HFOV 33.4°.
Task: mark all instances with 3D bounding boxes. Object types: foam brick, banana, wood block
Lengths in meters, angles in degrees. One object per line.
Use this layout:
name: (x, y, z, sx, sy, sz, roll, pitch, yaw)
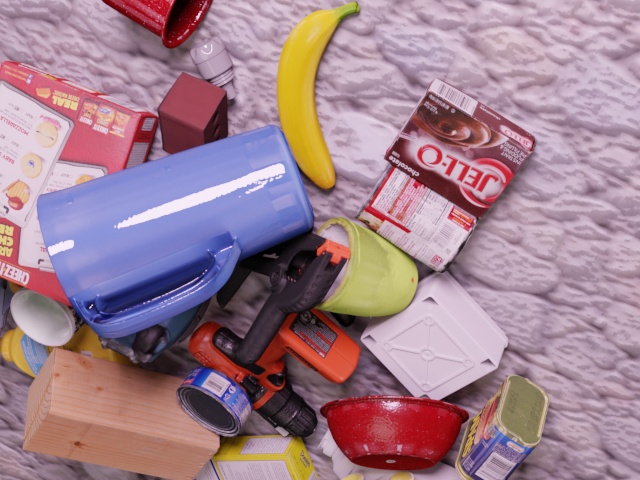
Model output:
foam brick: (-0.125, -0.118, 1.060, 0.051, 0.053, 0.078, 24, 155, 9)
banana: (-0.010, -0.139, 1.024, 0.070, 0.037, 0.198, 17, 125, 13)
wood block: (-0.230, 0.208, 1.251, 0.205, 0.090, 0.091, 18, 133, -25)

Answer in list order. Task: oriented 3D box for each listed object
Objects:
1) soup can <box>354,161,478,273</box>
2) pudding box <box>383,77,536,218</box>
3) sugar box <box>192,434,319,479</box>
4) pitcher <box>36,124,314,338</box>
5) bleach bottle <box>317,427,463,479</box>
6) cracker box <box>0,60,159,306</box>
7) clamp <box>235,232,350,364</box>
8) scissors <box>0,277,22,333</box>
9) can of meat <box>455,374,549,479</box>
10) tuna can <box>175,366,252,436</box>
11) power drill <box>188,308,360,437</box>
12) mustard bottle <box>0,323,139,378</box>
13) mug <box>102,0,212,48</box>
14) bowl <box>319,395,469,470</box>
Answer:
soup can: (0.093, -0.023, 1.034, 0.102, 0.068, 0.069, 33, 127, 0)
pudding box: (0.130, -0.086, 0.997, 0.113, 0.039, 0.090, 33, 127, 1)
sugar box: (-0.093, 0.289, 1.327, 0.176, 0.048, 0.093, -5, 118, 30)
pitcher: (-0.131, -0.013, 1.005, 0.243, 0.145, 0.149, -20, 93, -1)
bleach bottle: (0.114, 0.286, 1.225, 0.251, 0.068, 0.103, 30, 127, 6)
cracker box: (-0.281, -0.060, 1.119, 0.164, 0.072, 0.214, 21, 99, 10)
clamp: (-0.034, 0.052, 1.044, 0.039, 0.120, 0.172, 12, 156, -31)
scissors: (-0.376, 0.092, 1.293, 0.096, 0.016, 0.202, 1, 98, 25)
can of meat: (0.191, 0.200, 1.114, 0.057, 0.102, 0.084, 31, 125, 1)
tuna can: (-0.120, 0.183, 1.214, 0.086, 0.033, 0.086, 24, 145, 18)
power drill: (-0.039, 0.142, 1.179, 0.184, 0.057, 0.188, 41, 141, -13)
mustard bottle: (-0.322, 0.132, 1.316, 0.192, 0.058, 0.096, -1, 122, 23)
mug: (-0.153, -0.235, 1.002, 0.081, 0.093, 0.117, 32, 164, 8)
bowl: (0.078, 0.211, 1.142, 0.162, 0.055, 0.162, 3, 158, 1)
